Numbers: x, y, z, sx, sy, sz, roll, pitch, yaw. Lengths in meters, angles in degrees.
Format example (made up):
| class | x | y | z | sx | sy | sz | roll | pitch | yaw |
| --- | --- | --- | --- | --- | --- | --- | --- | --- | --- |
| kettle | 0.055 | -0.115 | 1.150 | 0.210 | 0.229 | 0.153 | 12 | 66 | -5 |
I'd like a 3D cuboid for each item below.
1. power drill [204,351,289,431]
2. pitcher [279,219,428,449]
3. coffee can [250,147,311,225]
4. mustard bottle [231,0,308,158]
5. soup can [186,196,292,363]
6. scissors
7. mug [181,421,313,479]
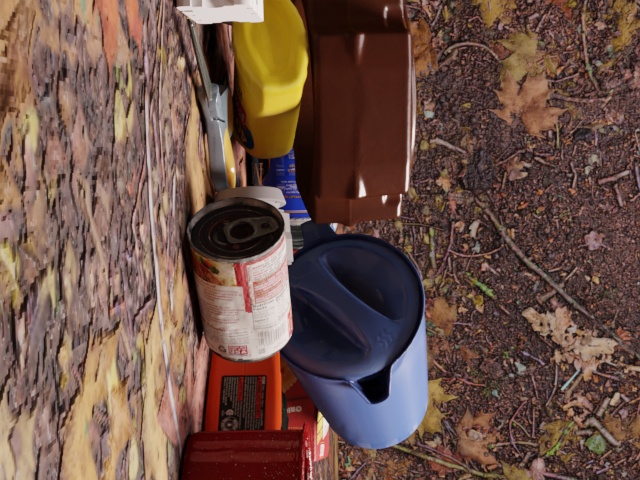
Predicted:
| class | x | y | z | sx | sy | sz | roll | pitch | yaw |
| --- | --- | --- | --- | --- | --- | --- | --- | --- | --- |
| power drill | -0.052 | 0.161 | 0.875 | 0.187 | 0.057 | 0.184 | 83 | 3 | -50 |
| pitcher | 0.034 | 0.096 | 0.977 | 0.149 | 0.145 | 0.243 | -63 | 160 | -21 |
| coffee can | -0.021 | -0.092 | 1.085 | 0.103 | 0.103 | 0.140 | -71 | 159 | -80 |
| mustard bottle | -0.047 | -0.124 | 0.904 | 0.192 | 0.058 | 0.096 | 104 | -27 | -69 |
| soup can | -0.056 | 0.029 | 0.762 | 0.068 | 0.068 | 0.102 | -87 | 175 | -49 |
| scissors | -0.081 | -0.116 | 0.803 | 0.202 | 0.016 | 0.096 | 86 | 2 | -51 |
| mug | -0.048 | 0.180 | 0.717 | 0.093 | 0.081 | 0.117 | 84 | 6 | -57 |
